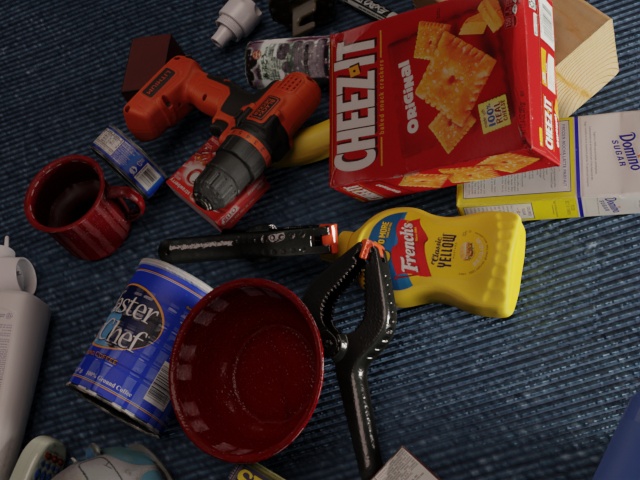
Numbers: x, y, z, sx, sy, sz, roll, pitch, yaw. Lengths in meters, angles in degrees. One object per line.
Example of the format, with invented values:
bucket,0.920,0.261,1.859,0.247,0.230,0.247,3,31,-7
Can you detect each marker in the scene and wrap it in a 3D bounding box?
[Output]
marker,0.064,-0.253,1.183,0.121,0.020,0.020,36,78,32

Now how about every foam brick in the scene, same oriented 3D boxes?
foam brick,-0.188,-0.188,1.216,0.051,0.053,0.078,-4,61,18

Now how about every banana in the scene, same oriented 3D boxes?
banana,0.013,-0.119,1.119,0.198,0.037,0.070,-29,40,1

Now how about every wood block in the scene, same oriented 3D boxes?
wood block,0.190,-0.220,1.077,0.090,0.090,0.206,-41,57,-5

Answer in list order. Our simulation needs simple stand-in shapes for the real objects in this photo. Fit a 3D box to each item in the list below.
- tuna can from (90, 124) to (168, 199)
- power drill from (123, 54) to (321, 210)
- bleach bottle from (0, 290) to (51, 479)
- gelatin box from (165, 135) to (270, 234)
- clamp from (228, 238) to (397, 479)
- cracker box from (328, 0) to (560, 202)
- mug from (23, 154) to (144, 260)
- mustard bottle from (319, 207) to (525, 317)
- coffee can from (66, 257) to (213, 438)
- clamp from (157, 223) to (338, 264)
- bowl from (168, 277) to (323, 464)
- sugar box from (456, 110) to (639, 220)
tuna can,-0.205,-0.083,1.144,0.086,0.086,0.033,37,81,32
power drill,-0.116,-0.118,1.112,0.188,0.057,0.184,22,58,34
bleach bottle,-0.341,0.176,1.063,0.103,0.068,0.251,-3,64,18
gelatin box,-0.108,-0.059,1.129,0.073,0.030,0.089,-46,57,-9
clamp,0.003,0.098,0.971,0.165,0.036,0.210,13,86,26
cracker box,0.110,-0.135,0.999,0.214,0.072,0.164,-9,73,34
mug,-0.242,-0.033,1.131,0.117,0.081,0.093,-12,59,13
mustard bottle,0.090,0.016,1.001,0.192,0.058,0.096,4,69,22
coffee can,-0.161,0.102,1.015,0.103,0.102,0.140,20,70,27
clamp,-0.057,0.001,1.030,0.172,0.120,0.039,-1,101,20
bowl,-0.055,0.116,0.946,0.162,0.055,0.162,-7,76,29
sugar box,0.220,-0.068,1.010,0.176,0.048,0.093,-2,63,15
